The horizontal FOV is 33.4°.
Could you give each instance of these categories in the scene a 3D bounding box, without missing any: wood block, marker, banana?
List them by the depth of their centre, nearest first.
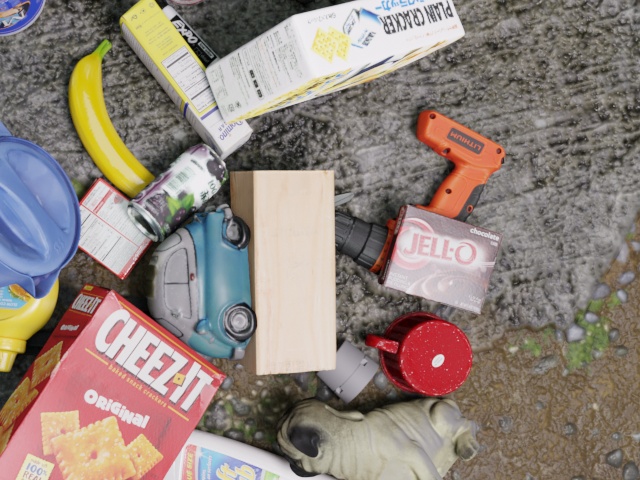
[{"bbox_3d":[-0.039,0.030,1.122,0.090,0.091,0.206,-2,94,-20],"label":"wood block"},{"bbox_3d":[-0.223,-0.116,1.143,0.069,0.037,0.198,-21,92,-8],"label":"banana"},{"bbox_3d":[-0.149,-0.228,1.166,0.020,0.020,0.121,-43,94,-7],"label":"marker"}]

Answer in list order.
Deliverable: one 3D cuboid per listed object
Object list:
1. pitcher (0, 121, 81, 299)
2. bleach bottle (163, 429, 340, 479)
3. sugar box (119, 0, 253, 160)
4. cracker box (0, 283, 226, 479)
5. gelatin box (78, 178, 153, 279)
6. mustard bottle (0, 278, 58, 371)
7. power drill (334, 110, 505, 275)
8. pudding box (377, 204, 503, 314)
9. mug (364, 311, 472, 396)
[{"bbox_3d":[-0.361,-0.013,1.025,0.144,0.243,0.149,43,42,-39],"label":"pitcher"},{"bbox_3d":[-0.105,0.263,1.138,0.250,0.068,0.102,20,86,-5],"label":"bleach bottle"},{"bbox_3d":[-0.142,-0.168,1.128,0.048,0.093,0.176,-40,95,-7],"label":"sugar box"},{"bbox_3d":[-0.214,0.175,1.037,0.164,0.072,0.213,42,71,-30],"label":"cracker box"},{"bbox_3d":[-0.224,-0.013,1.144,0.089,0.030,0.073,37,85,-5],"label":"gelatin box"},{"bbox_3d":[-0.312,0.038,1.095,0.096,0.058,0.191,2,78,22],"label":"mustard bottle"},{"bbox_3d":[0.107,-0.044,1.178,0.184,0.057,0.187,25,88,-10],"label":"power drill"},{"bbox_3d":[0.127,0.020,1.134,0.113,0.039,0.090,17,89,-11],"label":"pudding box"},{"bbox_3d":[0.105,0.121,1.159,0.117,0.081,0.093,18,86,-7],"label":"mug"}]
